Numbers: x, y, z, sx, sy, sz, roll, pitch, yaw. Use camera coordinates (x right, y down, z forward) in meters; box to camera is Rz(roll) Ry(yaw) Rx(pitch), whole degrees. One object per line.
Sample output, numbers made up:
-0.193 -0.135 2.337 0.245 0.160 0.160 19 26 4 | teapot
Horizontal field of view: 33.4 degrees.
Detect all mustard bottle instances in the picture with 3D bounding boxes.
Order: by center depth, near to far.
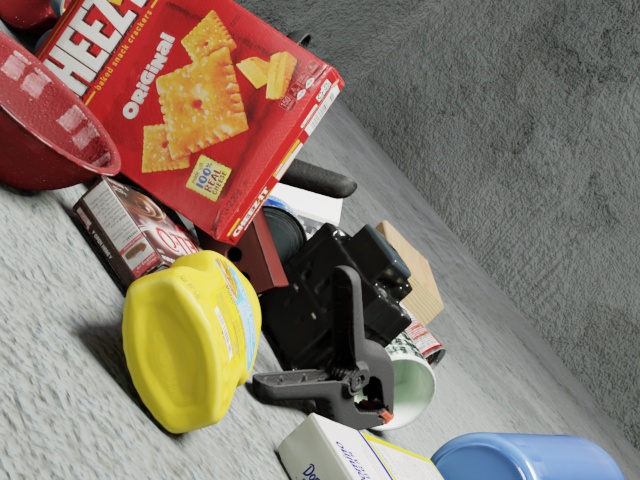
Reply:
-0.077 0.056 0.713 0.191 0.058 0.096 -46 119 -81 | mustard bottle

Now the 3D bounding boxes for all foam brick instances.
-0.068 0.011 0.910 0.051 0.053 0.078 -8 79 -79 | foam brick

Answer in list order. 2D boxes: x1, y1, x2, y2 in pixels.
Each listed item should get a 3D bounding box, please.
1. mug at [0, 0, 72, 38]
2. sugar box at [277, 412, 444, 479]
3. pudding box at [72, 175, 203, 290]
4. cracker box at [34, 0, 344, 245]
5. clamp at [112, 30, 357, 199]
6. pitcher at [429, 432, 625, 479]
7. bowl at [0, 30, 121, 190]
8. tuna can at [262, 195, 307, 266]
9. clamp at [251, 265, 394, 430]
-0.256 -0.243 1.050 0.081 0.117 0.093 3 72 -69 | mug
0.048 0.190 0.779 0.176 0.048 0.093 29 20 -49 | sugar box
-0.125 0.007 0.801 0.090 0.039 0.113 51 10 24 | pudding box
-0.115 -0.122 0.860 0.214 0.164 0.072 35 1 9 | cracker box
-0.083 -0.098 0.923 0.036 0.210 0.164 78 3 -68 | clamp
0.191 0.234 0.944 0.242 0.149 0.145 24 37 -58 | pitcher
-0.216 -0.086 0.739 0.162 0.055 0.162 45 10 -10 | bowl
-0.056 0.001 0.976 0.086 0.086 0.034 42 9 -25 | tuna can
0.010 0.111 0.856 0.039 0.120 0.171 32 -22 44 | clamp
